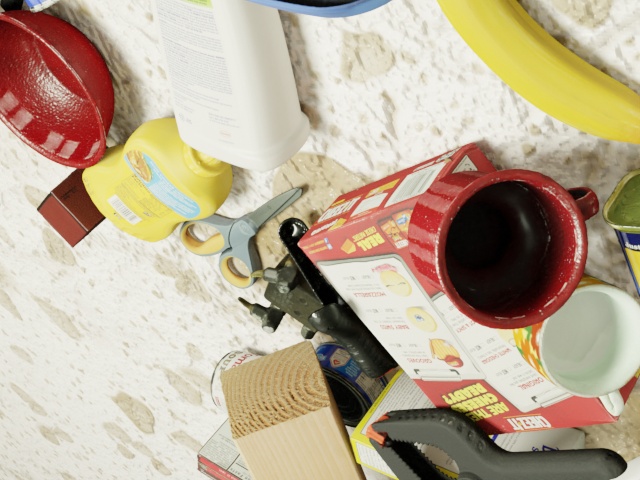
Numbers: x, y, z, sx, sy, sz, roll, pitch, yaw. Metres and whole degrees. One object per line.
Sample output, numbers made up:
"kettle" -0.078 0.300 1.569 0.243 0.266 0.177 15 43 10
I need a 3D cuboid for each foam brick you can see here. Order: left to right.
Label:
"foam brick" -0.220 -0.042 1.014 0.053 0.078 0.051 47 147 -6

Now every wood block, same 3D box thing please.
"wood block" -0.013 0.204 0.987 0.090 0.091 0.206 -111 0 -53

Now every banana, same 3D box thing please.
"banana" 0.116 -0.122 0.613 0.197 0.037 0.070 49 147 -13

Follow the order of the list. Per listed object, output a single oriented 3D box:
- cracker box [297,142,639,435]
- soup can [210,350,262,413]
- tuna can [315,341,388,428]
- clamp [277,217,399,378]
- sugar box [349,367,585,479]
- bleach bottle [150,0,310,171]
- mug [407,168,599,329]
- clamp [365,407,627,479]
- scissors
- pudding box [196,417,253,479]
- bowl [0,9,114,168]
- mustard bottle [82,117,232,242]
"cracker box" 0.109 0.043 0.785 0.213 0.072 0.164 49 147 -14
"soup can" -0.053 0.153 1.083 0.102 0.068 0.068 11 137 39
"tuna can" 0.022 0.139 1.019 0.086 0.033 0.086 27 145 21
"clamp" 0.018 0.056 0.892 0.039 0.120 0.171 -25 143 11
"sugar box" 0.124 0.176 0.905 0.176 0.093 0.048 20 142 30
"bleach bottle" -0.072 -0.169 0.728 0.103 0.068 0.251 21 140 28
"mug" 0.112 -0.005 0.647 0.093 0.117 0.081 65 173 -12
"clamp" 0.129 0.180 0.813 0.210 0.036 0.165 32 126 27
"scissors" -0.056 0.001 0.954 0.202 0.016 0.096 -8 125 49
"pudding box" -0.062 0.217 1.124 0.090 0.113 0.039 27 142 20
"bowl" -0.234 -0.142 0.930 0.162 0.055 0.162 27 145 21
"mustard bottle" -0.129 -0.057 0.920 0.096 0.058 0.192 46 147 -16
